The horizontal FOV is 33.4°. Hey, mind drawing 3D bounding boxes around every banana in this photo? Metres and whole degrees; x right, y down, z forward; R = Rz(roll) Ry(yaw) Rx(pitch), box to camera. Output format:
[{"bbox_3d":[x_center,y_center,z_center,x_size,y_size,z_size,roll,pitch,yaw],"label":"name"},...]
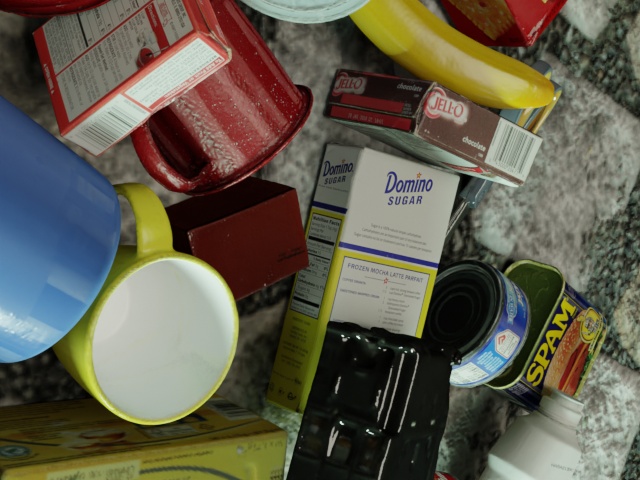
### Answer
[{"bbox_3d":[0.062,-0.141,0.663,0.069,0.037,0.197,-44,99,-2],"label":"banana"}]

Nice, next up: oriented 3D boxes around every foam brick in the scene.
[{"bbox_3d":[-0.054,0.001,0.632,0.078,0.051,0.053,-23,115,-32],"label":"foam brick"}]

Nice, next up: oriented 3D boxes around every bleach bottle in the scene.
[{"bbox_3d":[0.132,0.228,0.790,0.102,0.068,0.251,22,94,-53],"label":"bleach bottle"}]

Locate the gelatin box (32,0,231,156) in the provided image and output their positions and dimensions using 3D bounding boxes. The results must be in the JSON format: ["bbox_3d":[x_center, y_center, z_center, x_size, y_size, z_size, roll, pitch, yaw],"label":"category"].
[{"bbox_3d":[-0.093,-0.095,0.518,0.089,0.073,0.030,-33,147,16],"label":"gelatin box"}]

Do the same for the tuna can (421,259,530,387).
[{"bbox_3d":[0.101,0.057,0.744,0.033,0.086,0.086,35,78,-36],"label":"tuna can"}]

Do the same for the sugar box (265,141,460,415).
[{"bbox_3d":[0.029,0.031,0.708,0.093,0.048,0.176,13,89,-39],"label":"sugar box"}]

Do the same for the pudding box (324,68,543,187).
[{"bbox_3d":[0.073,-0.073,0.689,0.113,0.090,0.039,21,90,-40],"label":"pudding box"}]

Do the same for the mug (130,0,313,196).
[{"bbox_3d":[-0.068,-0.076,0.574,0.081,0.093,0.117,53,43,-28],"label":"mug"}]

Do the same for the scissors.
[{"bbox_3d":[0.112,-0.048,0.749,0.201,0.016,0.096,-51,159,-18],"label":"scissors"}]

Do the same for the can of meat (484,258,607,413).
[{"bbox_3d":[0.167,0.079,0.820,0.083,0.058,0.102,36,79,-40],"label":"can of meat"}]

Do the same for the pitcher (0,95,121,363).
[{"bbox_3d":[-0.205,-0.050,0.465,0.149,0.145,0.242,-52,131,0],"label":"pitcher"}]
